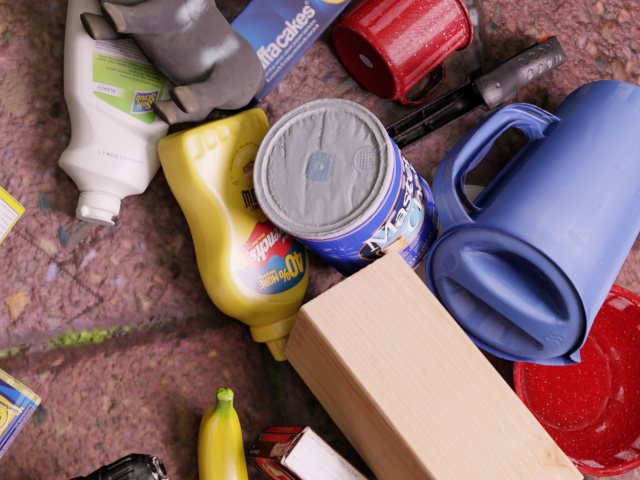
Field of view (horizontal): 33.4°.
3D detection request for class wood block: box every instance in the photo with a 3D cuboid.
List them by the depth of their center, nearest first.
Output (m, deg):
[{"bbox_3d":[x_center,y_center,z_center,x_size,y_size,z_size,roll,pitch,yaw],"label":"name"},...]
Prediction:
[{"bbox_3d":[0.074,0.123,0.763,0.090,0.090,0.206,-31,71,-25],"label":"wood block"}]

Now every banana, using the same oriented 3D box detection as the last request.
[{"bbox_3d":[-0.068,0.207,0.788,0.037,0.069,0.198,-8,85,-2],"label":"banana"}]

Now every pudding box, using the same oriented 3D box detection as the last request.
[{"bbox_3d":[0.005,0.186,0.804,0.113,0.090,0.039,40,71,-10],"label":"pudding box"}]

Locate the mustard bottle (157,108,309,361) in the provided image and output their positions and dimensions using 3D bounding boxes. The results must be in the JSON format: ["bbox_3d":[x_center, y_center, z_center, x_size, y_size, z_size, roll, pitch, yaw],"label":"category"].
[{"bbox_3d":[-0.055,0.001,0.817,0.096,0.058,0.191,-27,103,-49],"label":"mustard bottle"}]

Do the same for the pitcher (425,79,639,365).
[{"bbox_3d":[0.191,-0.033,0.856,0.145,0.149,0.242,23,50,23],"label":"pitcher"}]

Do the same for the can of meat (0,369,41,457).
[{"bbox_3d":[-0.259,0.119,0.742,0.102,0.058,0.084,37,71,-10],"label":"can of meat"}]

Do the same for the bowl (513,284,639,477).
[{"bbox_3d":[0.224,0.117,0.907,0.162,0.055,0.162,3,81,-19],"label":"bowl"}]

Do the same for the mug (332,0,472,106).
[{"bbox_3d":[0.069,-0.162,0.887,0.081,0.093,0.117,-42,133,-15],"label":"mug"}]

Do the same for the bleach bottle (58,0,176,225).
[{"bbox_3d":[-0.156,-0.138,0.813,0.102,0.068,0.251,12,81,-17],"label":"bleach bottle"}]

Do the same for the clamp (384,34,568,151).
[{"bbox_3d":[0.132,-0.124,0.890,0.209,0.165,0.036,-33,97,-44],"label":"clamp"}]

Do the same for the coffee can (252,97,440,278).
[{"bbox_3d":[0.023,-0.032,0.799,0.103,0.140,0.103,-6,72,19],"label":"coffee can"}]
